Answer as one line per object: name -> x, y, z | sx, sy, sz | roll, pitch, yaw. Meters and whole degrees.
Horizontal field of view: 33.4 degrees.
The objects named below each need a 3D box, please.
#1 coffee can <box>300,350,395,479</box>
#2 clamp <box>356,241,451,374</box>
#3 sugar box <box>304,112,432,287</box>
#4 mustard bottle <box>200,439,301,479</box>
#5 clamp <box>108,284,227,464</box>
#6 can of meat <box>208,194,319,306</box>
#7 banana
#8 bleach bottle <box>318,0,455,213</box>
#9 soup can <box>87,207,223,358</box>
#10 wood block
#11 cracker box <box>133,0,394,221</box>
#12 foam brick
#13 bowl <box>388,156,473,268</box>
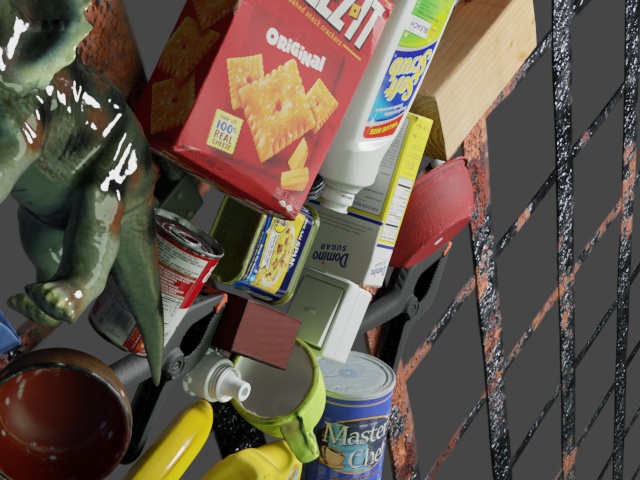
coffee can -> 0.023, 0.206, 1.172 | 0.102, 0.103, 0.140 | -22, 124, -51
clamp -> 0.091, 0.076, 1.269 | 0.210, 0.036, 0.164 | -59, 146, -15
sugar box -> 0.041, -0.050, 1.070 | 0.048, 0.093, 0.176 | 6, 102, -58
mustard bottle -> -0.065, 0.246, 1.077 | 0.096, 0.058, 0.191 | -54, 164, 7
clamp -> -0.140, 0.114, 0.934 | 0.171, 0.039, 0.120 | -45, 152, -32
can of meat -> -0.057, 0.001, 0.982 | 0.083, 0.058, 0.102 | 27, 83, -56
banana -> -0.143, 0.197, 0.937 | 0.037, 0.070, 0.197 | 50, 46, -9
bleach bottle -> 0.056, -0.147, 0.997 | 0.102, 0.068, 0.251 | 4, 107, -57
soup can -> -0.132, 0.035, 0.850 | 0.102, 0.069, 0.068 | -57, 150, 10
wood block -> 0.144, -0.192, 1.153 | 0.205, 0.091, 0.090 | -51, 143, -29
cracker box -> -0.042, -0.142, 0.867 | 0.164, 0.072, 0.213 | 31, 82, -50
foam brick -> -0.066, 0.084, 0.997 | 0.078, 0.053, 0.051 | 26, 80, -43
bowl -> 0.110, -0.019, 1.150 | 0.162, 0.055, 0.162 | -35, 168, -9
